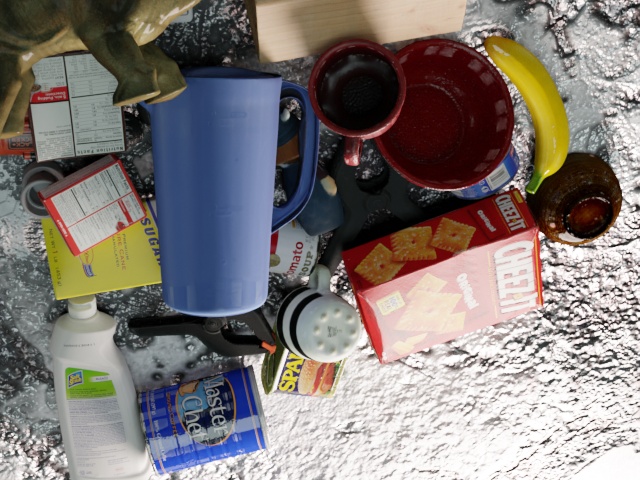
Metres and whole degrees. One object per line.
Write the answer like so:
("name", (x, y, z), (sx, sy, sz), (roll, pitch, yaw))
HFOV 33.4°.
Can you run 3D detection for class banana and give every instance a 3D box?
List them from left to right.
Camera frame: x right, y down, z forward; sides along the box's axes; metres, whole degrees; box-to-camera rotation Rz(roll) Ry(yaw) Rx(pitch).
("banana", (0.235, -0.147, 1.176), (0.069, 0.037, 0.198), (-36, 120, -23))

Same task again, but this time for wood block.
("wood block", (0.031, -0.248, 1.033), (0.206, 0.091, 0.090), (-10, 151, -6))

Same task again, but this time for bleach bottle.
("bleach bottle", (-0.258, 0.174, 1.248), (0.102, 0.068, 0.251), (-5, 118, -10))

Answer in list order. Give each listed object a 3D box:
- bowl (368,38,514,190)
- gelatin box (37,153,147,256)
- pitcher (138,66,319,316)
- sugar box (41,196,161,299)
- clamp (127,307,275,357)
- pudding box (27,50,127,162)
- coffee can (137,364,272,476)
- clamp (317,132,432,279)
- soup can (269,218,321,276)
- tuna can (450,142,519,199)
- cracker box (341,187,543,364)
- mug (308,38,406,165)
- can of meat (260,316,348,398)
("bowl", (0.121, -0.129, 1.135), (0.162, 0.055, 0.162), (1, 84, -14))
("gelatin box", (-0.232, -0.037, 1.091), (0.089, 0.030, 0.073), (-31, 123, -13))
("pitcher", (-0.096, -0.053, 1.073), (0.149, 0.144, 0.243), (8, 105, 29))
("sugar box", (-0.205, 0.003, 1.155), (0.176, 0.048, 0.093), (-10, 100, -5))
("clamp", (-0.125, 0.078, 1.229), (0.171, 0.039, 0.120), (16, 119, -13))
("pudding box", (-0.235, -0.135, 1.024), (0.090, 0.039, 0.113), (-8, 124, -15))
("coffee can", (-0.137, 0.214, 1.273), (0.140, 0.103, 0.103), (-13, 121, -5))
("clamp", (0.071, -0.049, 1.205), (0.164, 0.036, 0.210), (-10, 125, -9))
("soup can", (-0.058, 0.001, 1.188), (0.102, 0.068, 0.069), (10, 117, -18))
("tuna can", (0.175, -0.085, 1.179), (0.086, 0.086, 0.033), (-30, 123, 5))
("cracker box", (0.145, 0.047, 1.230), (0.213, 0.072, 0.164), (-19, 142, 0))
("mug", (0.038, -0.132, 1.048), (0.093, 0.081, 0.117), (4, 89, 7))
("can of meat", (-0.018, 0.140, 1.284), (0.083, 0.057, 0.102), (8, 117, -19))
